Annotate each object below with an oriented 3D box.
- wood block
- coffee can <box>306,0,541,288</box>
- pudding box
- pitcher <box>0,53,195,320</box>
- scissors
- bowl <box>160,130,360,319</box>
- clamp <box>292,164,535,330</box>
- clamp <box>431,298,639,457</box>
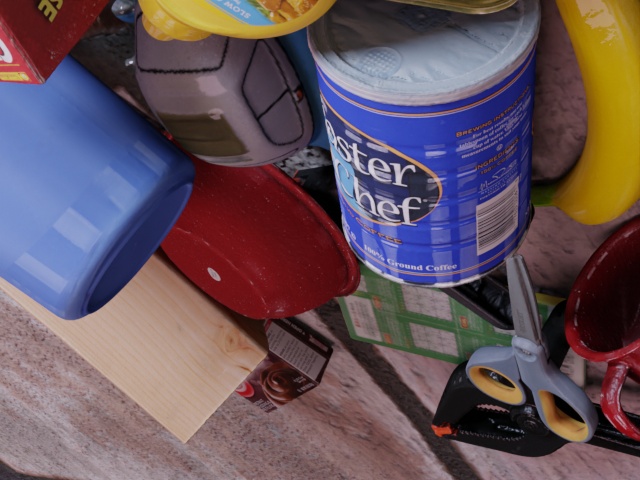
[{"bbox_3d":[-0.143,0.034,0.760,0.206,0.091,0.090,42,-177,-10],"label":"wood block"},{"bbox_3d":[0.053,-0.058,0.521,0.103,0.102,0.140,14,146,20],"label":"coffee can"},{"bbox_3d":[-0.052,0.094,0.879,0.090,0.039,0.114,35,147,-10],"label":"pudding box"},{"bbox_3d":[-0.191,-0.066,0.572,0.243,0.149,0.145,38,111,3],"label":"pitcher"},{"bbox_3d":[0.108,0.059,0.623,0.096,0.016,0.201,15,152,41],"label":"scissors"},{"bbox_3d":[-0.055,0.001,0.688,0.162,0.055,0.162,33,159,14],"label":"bowl"},{"bbox_3d":[0.053,-0.011,0.645,0.171,0.039,0.120,22,144,12],"label":"clamp"},{"bbox_3d":[0.146,0.104,0.723,0.210,0.036,0.164,-12,128,48],"label":"clamp"}]
